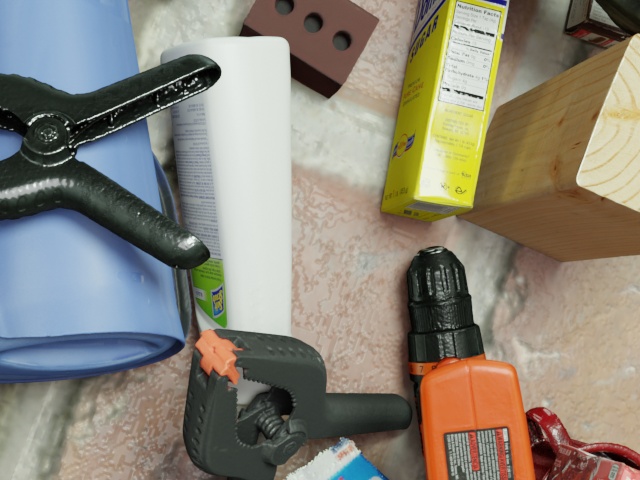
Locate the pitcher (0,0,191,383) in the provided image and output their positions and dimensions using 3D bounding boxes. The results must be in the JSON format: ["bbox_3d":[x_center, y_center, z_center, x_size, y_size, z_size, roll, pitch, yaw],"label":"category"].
[{"bbox_3d":[-0.152,-0.040,0.633,0.145,0.149,0.243,-4,74,-12],"label":"pitcher"}]

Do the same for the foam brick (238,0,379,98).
[{"bbox_3d":[-0.009,-0.139,0.710,0.078,0.051,0.053,30,82,-7],"label":"foam brick"}]

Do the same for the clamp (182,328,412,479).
[{"bbox_3d":[-0.019,0.109,0.643,0.164,0.210,0.036,-36,52,-16],"label":"clamp"}]

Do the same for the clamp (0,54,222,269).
[{"bbox_3d":[-0.130,-0.037,0.539,0.171,0.039,0.120,-6,61,-7],"label":"clamp"}]

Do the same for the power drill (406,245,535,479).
[{"bbox_3d":[0.085,0.097,0.647,0.057,0.187,0.184,-9,91,4],"label":"power drill"}]

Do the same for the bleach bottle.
[{"bbox_3d":[-0.054,0.001,0.681,0.068,0.103,0.251,-5,97,-24],"label":"bleach bottle"}]

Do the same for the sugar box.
[{"bbox_3d":[0.083,-0.105,0.704,0.048,0.093,0.176,9,85,-10],"label":"sugar box"}]

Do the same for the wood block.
[{"bbox_3d":[0.168,-0.047,0.658,0.090,0.206,0.090,24,83,-8],"label":"wood block"}]
